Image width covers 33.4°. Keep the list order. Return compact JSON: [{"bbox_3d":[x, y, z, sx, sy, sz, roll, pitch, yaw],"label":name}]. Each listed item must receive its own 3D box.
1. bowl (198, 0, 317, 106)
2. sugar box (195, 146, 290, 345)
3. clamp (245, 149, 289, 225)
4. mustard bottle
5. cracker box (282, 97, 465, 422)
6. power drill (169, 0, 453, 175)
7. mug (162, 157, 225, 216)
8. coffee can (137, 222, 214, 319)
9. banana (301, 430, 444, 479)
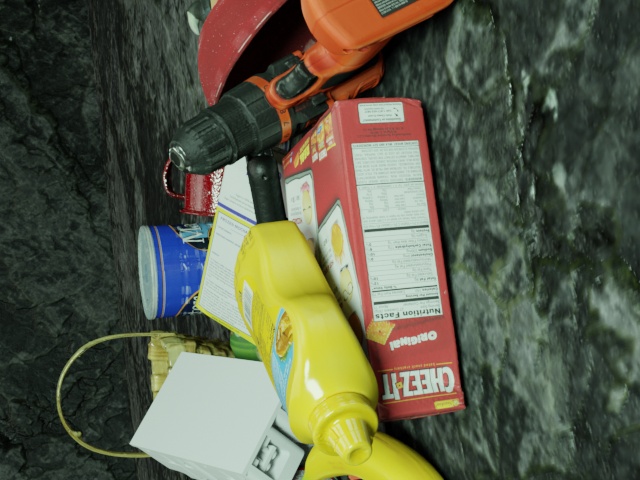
[{"bbox_3d":[-0.041,-0.158,0.812,0.055,0.161,0.162,42,149,13],"label":"bowl"},{"bbox_3d":[-0.056,0.001,0.994,0.093,0.048,0.176,28,113,29],"label":"sugar box"},{"bbox_3d":[-0.041,-0.013,0.910,0.120,0.039,0.171,-93,-3,-63],"label":"clamp"},{"bbox_3d":[-0.007,0.073,0.687,0.192,0.058,0.096,-119,28,-53],"label":"mustard bottle"},{"bbox_3d":[0.033,0.022,0.768,0.164,0.072,0.214,146,117,-72],"label":"cracker box"},{"bbox_3d":[-0.006,-0.119,0.709,0.057,0.184,0.188,55,152,1],"label":"power drill"},{"bbox_3d":[-0.121,-0.072,1.201,0.093,0.117,0.081,-18,-68,-72],"label":"mug"},{"bbox_3d":[-0.124,0.030,1.176,0.103,0.140,0.103,176,90,-74],"label":"coffee can"},{"bbox_3d":[0.044,0.173,0.776,0.198,0.037,0.069,3,99,57],"label":"banana"}]
